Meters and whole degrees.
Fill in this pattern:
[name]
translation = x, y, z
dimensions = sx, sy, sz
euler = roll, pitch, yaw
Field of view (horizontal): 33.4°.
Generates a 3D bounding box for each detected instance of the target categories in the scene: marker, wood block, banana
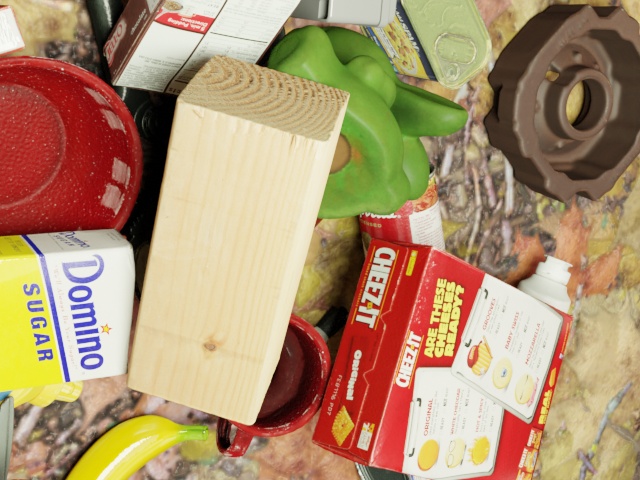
[marker]
translation = -0.021, 0.099, 0.885
dimensions = 0.121, 0.020, 0.020
euler = -44, 123, -14
[wood block]
translation = -0.055, 0.001, 0.677
dimensions = 0.091, 0.090, 0.206
euler = 17, 119, 2
[banana]
translation = -0.166, 0.200, 0.787
dimensions = 0.197, 0.070, 0.037
euler = -54, 154, -22

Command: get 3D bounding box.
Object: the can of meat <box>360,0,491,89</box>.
[can of meat]
translation = 0.073, -0.172, 0.827
dimensions = 0.057, 0.084, 0.102
euler = -41, 122, -17

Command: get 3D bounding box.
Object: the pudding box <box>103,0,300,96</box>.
[pudding box]
translation = -0.077, -0.141, 0.690
dimensions = 0.089, 0.039, 0.114
euler = 5, 144, -35

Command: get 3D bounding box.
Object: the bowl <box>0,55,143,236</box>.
[bowl]
translation = -0.198, -0.049, 0.679
dimensions = 0.161, 0.055, 0.162
euler = -16, 126, -24

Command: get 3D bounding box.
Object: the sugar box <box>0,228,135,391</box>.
[sugar box]
translation = -0.204, 0.046, 0.659
dimensions = 0.175, 0.048, 0.093
euler = -5, 112, -29

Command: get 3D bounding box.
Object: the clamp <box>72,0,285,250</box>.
[clamp]
translation = -0.111, -0.088, 0.761
dimensions = 0.164, 0.036, 0.210
euler = 9, 96, -33

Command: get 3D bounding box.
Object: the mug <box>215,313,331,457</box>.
[mug]
translation = -0.053, 0.108, 0.817
dimensions = 0.093, 0.082, 0.117
euler = 18, 85, -22

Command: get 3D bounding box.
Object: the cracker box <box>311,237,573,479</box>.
[cracker box]
translation = 0.103, 0.106, 0.844
dimensions = 0.213, 0.072, 0.164
euler = 24, 80, -44

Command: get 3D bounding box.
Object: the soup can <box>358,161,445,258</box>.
[soup can]
translation = 0.067, -0.009, 0.881
dimensions = 0.068, 0.069, 0.102
euler = -22, 115, -26
